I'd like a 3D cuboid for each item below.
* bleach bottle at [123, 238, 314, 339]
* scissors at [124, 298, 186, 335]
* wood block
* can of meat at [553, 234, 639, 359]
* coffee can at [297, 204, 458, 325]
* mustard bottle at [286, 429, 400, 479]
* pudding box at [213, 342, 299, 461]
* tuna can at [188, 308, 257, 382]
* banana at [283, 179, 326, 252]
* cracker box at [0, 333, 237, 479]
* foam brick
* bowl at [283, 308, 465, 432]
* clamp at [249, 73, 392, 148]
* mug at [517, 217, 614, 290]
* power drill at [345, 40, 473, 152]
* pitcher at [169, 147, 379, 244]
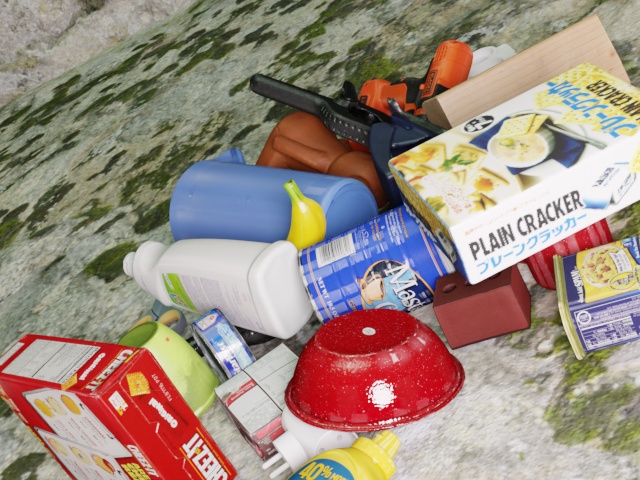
[{"bbox_3d":[-0.126,0.036,1.150,0.251,0.102,0.068,10,42,40],"label":"bleach bottle"},{"bbox_3d":[-0.186,0.078,1.342,0.096,0.016,0.201,-12,30,31],"label":"scissors"},{"bbox_3d":[0.233,-0.169,1.228,0.206,0.090,0.091,-28,5,-3],"label":"wood block"},{"bbox_3d":[0.245,0.043,0.889,0.084,0.057,0.102,-18,27,18],"label":"can of meat"},{"bbox_3d":[0.062,0.028,1.060,0.140,0.102,0.103,-24,25,12],"label":"coffee can"},{"bbox_3d":[-0.004,0.218,0.824,0.191,0.058,0.096,-42,27,-26],"label":"mustard bottle"},{"bbox_3d":[-0.043,0.151,1.018,0.090,0.039,0.114,-33,27,-13],"label":"pudding box"},{"bbox_3d":[-0.098,0.112,1.095,0.033,0.086,0.086,-34,25,-14],"label":"tuna can"},{"bbox_3d":[-0.042,0.011,1.141,0.037,0.069,0.198,-43,-8,-45],"label":"banana"},{"bbox_3d":[-0.198,0.170,1.001,0.214,0.164,0.072,-1,39,47],"label":"cracker box"},{"bbox_3d":[0.148,0.056,0.974,0.078,0.051,0.053,-19,26,22],"label":"foam brick"},{"bbox_3d":[0.044,0.103,0.938,0.162,0.055,0.162,-8,21,3],"label":"bowl"},{"bbox_3d":[0.033,-0.162,1.333,0.164,0.036,0.210,-9,33,-44],"label":"clamp"},{"bbox_3d":[0.212,-0.006,0.987,0.117,0.081,0.093,-12,30,33],"label":"mug"},{"bbox_3d":[0.109,-0.154,1.359,0.188,0.057,0.184,-5,61,57],"label":"power drill"},{"bbox_3d":[-0.055,-0.015,1.249,0.243,0.149,0.144,7,33,43],"label":"pitcher"}]
